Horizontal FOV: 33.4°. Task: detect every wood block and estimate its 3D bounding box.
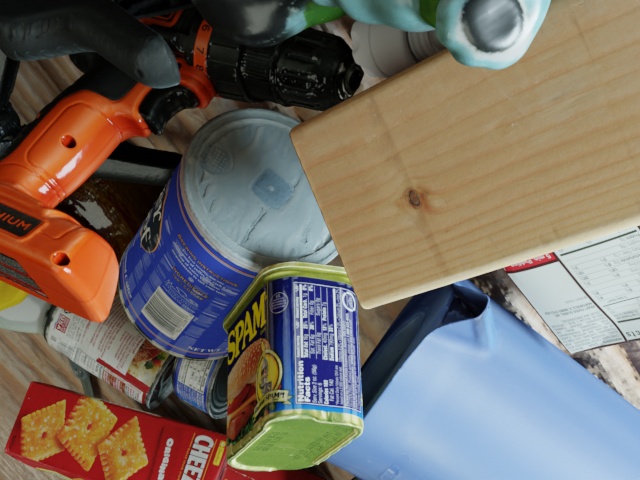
[{"bbox_3d":[0.098,-0.048,0.433,0.207,0.090,0.091,-21,93,43],"label":"wood block"}]

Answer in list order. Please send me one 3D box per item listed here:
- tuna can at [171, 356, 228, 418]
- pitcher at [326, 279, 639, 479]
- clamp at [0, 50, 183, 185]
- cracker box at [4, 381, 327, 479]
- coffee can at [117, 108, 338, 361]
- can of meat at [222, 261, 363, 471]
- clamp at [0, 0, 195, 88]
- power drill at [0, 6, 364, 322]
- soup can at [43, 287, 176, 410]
[{"bbox_3d":[-0.067,0.080,0.751,0.034,0.086,0.086,25,142,19],"label":"tuna can"},{"bbox_3d":[0.126,0.137,0.622,0.243,0.145,0.149,35,-178,-1],"label":"pitcher"},{"bbox_3d":[-0.207,-0.080,0.671,0.210,0.036,0.164,-18,110,20],"label":"clamp"},{"bbox_3d":[-0.123,0.187,0.874,0.214,0.072,0.164,9,163,33],"label":"cracker box"},{"bbox_3d":[-0.054,0.001,0.639,0.103,0.102,0.141,39,144,-3],"label":"coffee can"},{"bbox_3d":[-0.016,0.071,0.572,0.057,0.084,0.102,8,151,-19],"label":"can of meat"},{"bbox_3d":[-0.101,-0.122,0.537,0.172,0.120,0.039,16,130,34],"label":"clamp"},{"bbox_3d":[-0.092,-0.052,0.545,0.185,0.187,0.057,18,151,30],"label":"power drill"},{"bbox_3d":[-0.156,0.078,0.837,0.102,0.068,0.069,30,143,10],"label":"soup can"}]
